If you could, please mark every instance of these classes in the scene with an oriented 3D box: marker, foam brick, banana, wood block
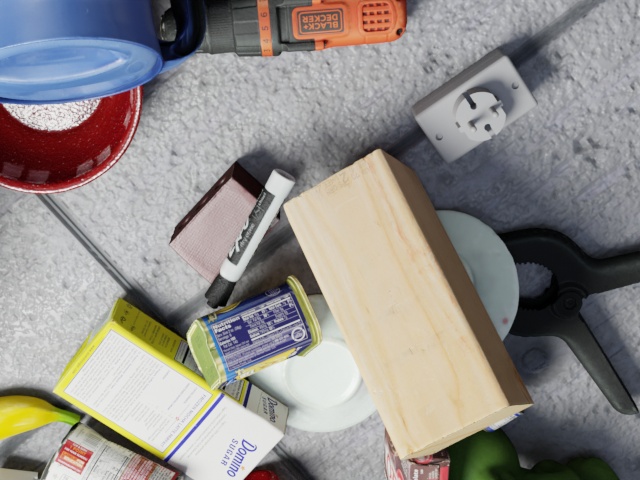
[{"bbox_3d":[-0.055,0.001,0.813,0.020,0.020,0.121,27,106,-10],"label":"marker"},{"bbox_3d":[-0.075,-0.014,0.847,0.051,0.053,0.078,41,103,-14],"label":"foam brick"},{"bbox_3d":[-0.307,0.184,0.922,0.198,0.037,0.069,-31,107,10],"label":"banana"},{"bbox_3d":[0.064,0.048,0.795,0.090,0.090,0.206,-30,73,15],"label":"wood block"}]

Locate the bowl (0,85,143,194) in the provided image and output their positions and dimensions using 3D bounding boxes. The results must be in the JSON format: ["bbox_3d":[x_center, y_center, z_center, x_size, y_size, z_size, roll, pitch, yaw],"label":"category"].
[{"bbox_3d":[-0.211,-0.119,0.806,0.162,0.055,0.162,0,109,-1],"label":"bowl"}]

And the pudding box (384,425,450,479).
[{"bbox_3d":[0.078,0.188,0.885,0.039,0.113,0.090,-1,113,-4],"label":"pudding box"}]

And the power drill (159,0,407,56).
[{"bbox_3d":[-0.032,-0.227,0.771,0.184,0.057,0.188,-5,112,-3],"label":"power drill"}]

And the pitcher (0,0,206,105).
[{"bbox_3d":[-0.174,-0.218,0.703,0.145,0.149,0.243,-10,82,14],"label":"pitcher"}]

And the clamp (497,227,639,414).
[{"bbox_3d":[0.205,0.055,0.883,0.210,0.036,0.165,13,108,-3],"label":"clamp"}]

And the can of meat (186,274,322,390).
[{"bbox_3d":[-0.054,0.075,0.832,0.083,0.102,0.057,-22,81,-16],"label":"can of meat"}]

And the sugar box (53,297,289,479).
[{"bbox_3d":[-0.124,0.134,0.899,0.176,0.048,0.093,35,115,-14],"label":"sugar box"}]

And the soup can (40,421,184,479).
[{"bbox_3d":[-0.175,0.205,0.897,0.102,0.068,0.068,27,107,3],"label":"soup can"}]
